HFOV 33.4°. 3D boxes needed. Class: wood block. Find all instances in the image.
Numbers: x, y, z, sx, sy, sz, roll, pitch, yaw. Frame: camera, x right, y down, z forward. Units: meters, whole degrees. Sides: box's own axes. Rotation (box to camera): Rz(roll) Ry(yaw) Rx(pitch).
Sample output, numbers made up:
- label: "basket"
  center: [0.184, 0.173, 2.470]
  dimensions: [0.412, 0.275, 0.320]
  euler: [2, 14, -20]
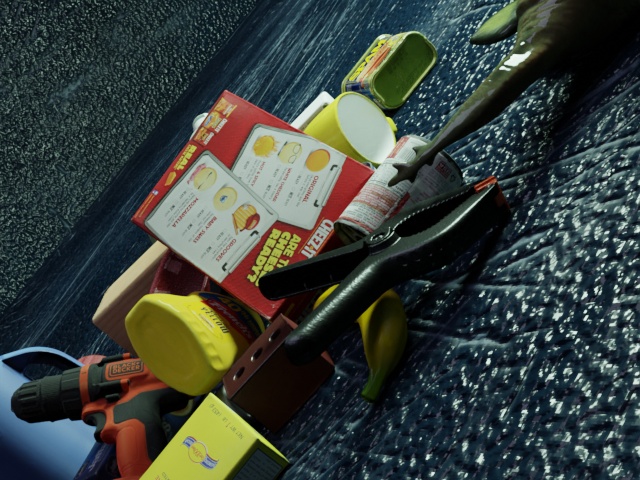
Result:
- label: "wood block"
  center: [-0.179, 0.046, 1.333]
  dimensions: [0.206, 0.090, 0.090]
  euler: [-42, 16, 21]

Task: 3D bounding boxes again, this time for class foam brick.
- label: "foam brick"
  center: [-0.035, 0.109, 0.883]
  dimensions: [0.078, 0.051, 0.053]
  euler: [-48, 16, 1]

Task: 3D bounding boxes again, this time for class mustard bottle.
- label: "mustard bottle"
  center: [-0.098, 0.089, 0.987]
  dimensions: [0.058, 0.096, 0.191]
  euler: [-50, -15, 12]

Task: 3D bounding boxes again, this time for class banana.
- label: "banana"
  center: [0.032, 0.061, 0.847]
  dimensions: [0.069, 0.037, 0.198]
  euler: [-45, 16, 3]

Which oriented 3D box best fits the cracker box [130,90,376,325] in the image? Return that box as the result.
- label: "cracker box"
  center: [-0.056, -0.027, 1.017]
  dimensions: [0.214, 0.072, 0.164]
  euler: [32, 84, 36]

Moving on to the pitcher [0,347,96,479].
- label: "pitcher"
  center: [-0.331, 0.188, 1.123]
  dimensions: [0.145, 0.242, 0.149]
  euler: [-33, 23, 37]

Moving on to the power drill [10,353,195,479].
- label: "power drill"
  center: [-0.197, 0.181, 0.955]
  dimensions: [0.184, 0.057, 0.187]
  euler: [-12, 40, 3]

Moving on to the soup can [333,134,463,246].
- label: "soup can"
  center: [0.067, -0.032, 0.915]
  dimensions: [0.102, 0.068, 0.069]
  euler: [-52, 17, -15]

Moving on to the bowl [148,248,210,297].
- label: "bowl"
  center: [-0.141, 0.061, 1.211]
  dimensions: [0.162, 0.055, 0.162]
  euler: [-41, 37, 41]

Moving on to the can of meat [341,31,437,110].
- label: "can of meat"
  center: [0.084, -0.203, 1.287]
  dimensions: [0.102, 0.057, 0.084]
  euler: [-52, 19, -9]

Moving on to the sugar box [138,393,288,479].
- label: "sugar box"
  center: [-0.112, 0.212, 0.826]
  dimensions: [0.176, 0.048, 0.093]
  euler: [-49, 32, -9]

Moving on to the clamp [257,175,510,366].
- label: "clamp"
  center: [0.045, 0.012, 0.822]
  dimensions: [0.210, 0.036, 0.165]
  euler: [-32, 20, -8]
